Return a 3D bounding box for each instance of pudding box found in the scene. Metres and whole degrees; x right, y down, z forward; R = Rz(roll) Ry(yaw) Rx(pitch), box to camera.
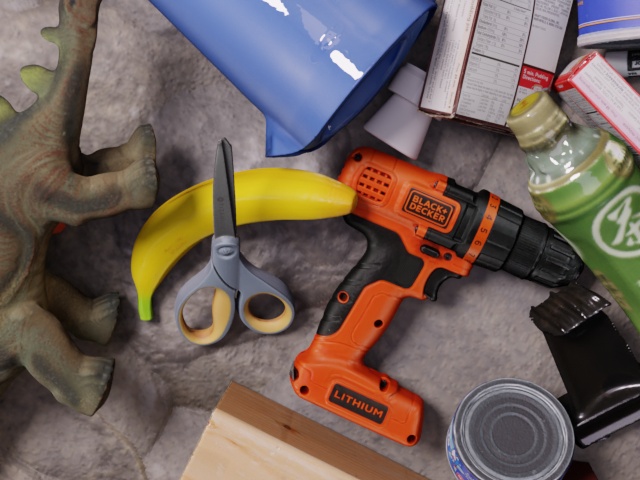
[{"bbox_3d":[0.120,-0.131,0.724,0.089,0.039,0.113,8,97,-38],"label":"pudding box"}]

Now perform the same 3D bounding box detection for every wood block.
[{"bbox_3d":[0.004,0.193,0.765,0.206,0.091,0.090,27,96,1],"label":"wood block"}]

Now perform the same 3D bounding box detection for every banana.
[{"bbox_3d":[-0.068,-0.012,0.758,0.198,0.037,0.069,-28,107,26],"label":"banana"}]

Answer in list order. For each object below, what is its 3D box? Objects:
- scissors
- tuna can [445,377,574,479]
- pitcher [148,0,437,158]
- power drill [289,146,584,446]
[{"bbox_3d":[-0.047,0.010,0.729,0.096,0.016,0.202,8,137,-17],"label":"scissors"},{"bbox_3d":[0.131,0.139,0.739,0.086,0.034,0.086,0,59,-1],"label":"tuna can"},{"bbox_3d":[-0.044,-0.188,0.711,0.243,0.149,0.145,42,139,2],"label":"pitcher"},{"bbox_3d":[0.073,0.047,0.762,0.184,0.057,0.188,24,95,2],"label":"power drill"}]
